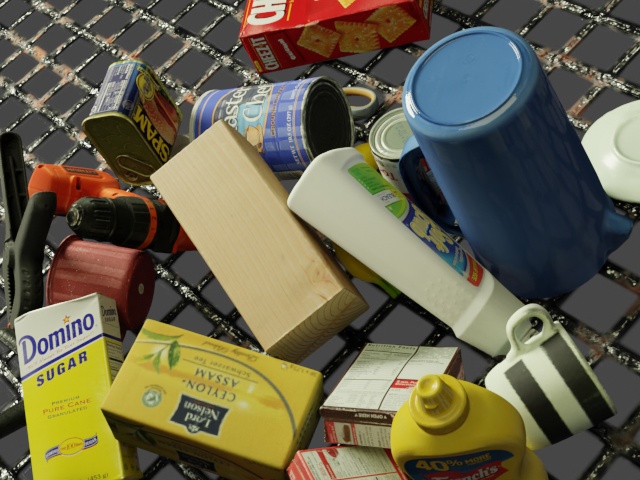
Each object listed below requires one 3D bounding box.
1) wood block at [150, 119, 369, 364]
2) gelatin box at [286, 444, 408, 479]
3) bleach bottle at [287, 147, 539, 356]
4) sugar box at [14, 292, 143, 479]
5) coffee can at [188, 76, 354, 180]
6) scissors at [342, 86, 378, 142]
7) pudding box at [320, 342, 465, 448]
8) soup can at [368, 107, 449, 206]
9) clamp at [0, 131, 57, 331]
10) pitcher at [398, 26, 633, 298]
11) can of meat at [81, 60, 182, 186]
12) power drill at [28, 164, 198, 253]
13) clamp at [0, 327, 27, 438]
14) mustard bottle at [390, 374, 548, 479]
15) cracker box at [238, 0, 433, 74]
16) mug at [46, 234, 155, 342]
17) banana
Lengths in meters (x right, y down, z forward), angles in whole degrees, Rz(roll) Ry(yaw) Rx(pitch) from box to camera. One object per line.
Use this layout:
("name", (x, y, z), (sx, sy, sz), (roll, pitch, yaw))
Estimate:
("wood block", (-0.056, 0.001, 0.986), (0.091, 0.090, 0.206), (-39, 68, 5))
("gelatin box", (0.027, 0.200, 0.850), (0.089, 0.030, 0.073), (0, 38, -30))
("bleach bottle", (0.092, 0.019, 0.930), (0.251, 0.102, 0.068), (39, 110, 13))
("sugar box", (-0.226, 0.145, 0.990), (0.093, 0.048, 0.176), (-17, 74, 12))
("coffee can", (-0.050, -0.112, 1.106), (0.141, 0.102, 0.102), (-2, 53, 31))
("scissors", (-0.033, -0.128, 1.181), (0.202, 0.016, 0.096), (-6, 52, 21))
("pudding box", (0.062, 0.127, 0.888), (0.090, 0.039, 0.113), (-1, 22, 26))
("soup can", (0.092, -0.070, 1.017), (0.068, 0.102, 0.068), (-13, 50, 15))
("clamp", (-0.305, 0.002, 1.090), (0.036, 0.210, 0.165), (-5, 35, -27))
("pitcher", (0.148, -0.062, 0.891), (0.149, 0.242, 0.145), (-34, 50, 5))
("can of meat", (-0.187, -0.120, 1.081), (0.058, 0.102, 0.084), (-6, 50, 23))
("power drill", (-0.220, -0.032, 1.097), (0.188, 0.184, 0.057), (21, 98, 40))
("clamp", (-0.267, 0.153, 1.047), (0.172, 0.039, 0.120), (6, 74, 23))
("mustard bottle", (0.104, 0.151, 0.775), (0.096, 0.191, 0.058), (-9, 51, 18))
("cracker box", (0.023, -0.292, 1.246), (0.214, 0.072, 0.164), (-7, 51, 21))
("mug", (-0.219, 0.057, 1.073), (0.081, 0.093, 0.117), (8, 94, 12))
("banana", (0.037, -0.031, 1.042), (0.037, 0.069, 0.198), (-35, 42, 34))
